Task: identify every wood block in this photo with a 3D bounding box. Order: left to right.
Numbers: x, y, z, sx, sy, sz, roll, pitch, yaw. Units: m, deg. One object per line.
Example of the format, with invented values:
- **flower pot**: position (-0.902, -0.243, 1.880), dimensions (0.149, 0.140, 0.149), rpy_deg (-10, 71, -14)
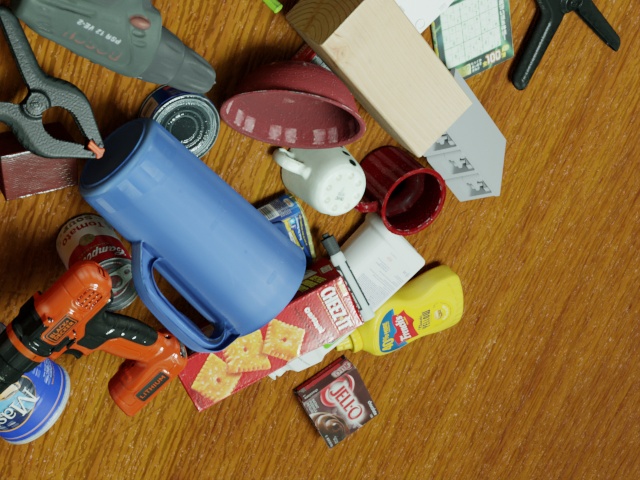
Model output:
- **wood block**: position (0.067, -0.197, 1.173), dimensions (0.091, 0.090, 0.205), rpy_deg (-46, 132, 2)

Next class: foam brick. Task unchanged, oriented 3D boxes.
- **foam brick**: position (-0.293, -0.082, 1.093), dimensions (0.078, 0.053, 0.051), rpy_deg (-15, 126, -22)

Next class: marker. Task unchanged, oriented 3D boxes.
- **marker**: position (0.033, 0.045, 1.333), dimensions (0.020, 0.020, 0.121), rpy_deg (-29, 97, -13)

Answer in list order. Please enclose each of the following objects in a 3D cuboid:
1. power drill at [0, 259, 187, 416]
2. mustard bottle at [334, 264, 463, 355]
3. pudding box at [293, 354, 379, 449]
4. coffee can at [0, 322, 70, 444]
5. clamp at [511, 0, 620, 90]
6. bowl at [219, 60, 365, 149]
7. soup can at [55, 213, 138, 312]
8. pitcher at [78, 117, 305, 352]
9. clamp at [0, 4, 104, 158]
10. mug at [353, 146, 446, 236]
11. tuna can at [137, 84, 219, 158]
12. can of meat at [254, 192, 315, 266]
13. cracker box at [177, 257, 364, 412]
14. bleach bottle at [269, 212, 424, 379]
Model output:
- **power drill**: position (-0.246, 0.121, 1.121), dimensions (0.184, 0.057, 0.187), rpy_deg (-42, 137, 10)
- **mustard bottle**: position (0.102, 0.107, 1.462), dimensions (0.191, 0.058, 0.096), rpy_deg (-22, 134, -18)
- **pudding box**: position (0.023, 0.228, 1.507), dimensions (0.090, 0.039, 0.113), rpy_deg (-34, 132, -9)
- **coffee can**: position (-0.359, 0.147, 1.170), dimensions (0.103, 0.103, 0.140), rpy_deg (-42, 132, -1)
- **clamp**: position (0.315, -0.301, 1.337), dimensions (0.164, 0.036, 0.210), rpy_deg (-18, 127, -21)
- **bowl**: position (-0.028, -0.154, 1.172), dimensions (0.161, 0.162, 0.055), rpy_deg (19, 71, -39)
- **soup can**: position (-0.242, 0.023, 1.161), dimensions (0.068, 0.102, 0.068), rpy_deg (-16, 127, -23)
- **pitcher**: position (-0.141, -0.006, 1.129), dimensions (0.145, 0.149, 0.242), rpy_deg (-39, 121, 11)
- **clamp**: position (-0.279, -0.144, 1.038), dimensions (0.171, 0.039, 0.120), rpy_deg (28, 94, -25)
- **mug**: position (0.085, -0.062, 1.323), dimensions (0.117, 0.082, 0.093), rpy_deg (-18, 128, -21)
- **tuna can**: position (-0.154, -0.127, 1.162), dimensions (0.086, 0.034, 0.086), rpy_deg (-16, 127, -23)
- **can of meat**: position (-0.059, 0.001, 1.293), dimensions (0.083, 0.057, 0.102), rpy_deg (-26, 130, -17)
- **cracker box**: position (-0.064, 0.107, 1.261), dimensions (0.213, 0.164, 0.072), rpy_deg (-27, 99, -2)
- **bleach bottle**: position (0.015, 0.081, 1.390), dimensions (0.251, 0.068, 0.102), rpy_deg (-44, 128, 5)
